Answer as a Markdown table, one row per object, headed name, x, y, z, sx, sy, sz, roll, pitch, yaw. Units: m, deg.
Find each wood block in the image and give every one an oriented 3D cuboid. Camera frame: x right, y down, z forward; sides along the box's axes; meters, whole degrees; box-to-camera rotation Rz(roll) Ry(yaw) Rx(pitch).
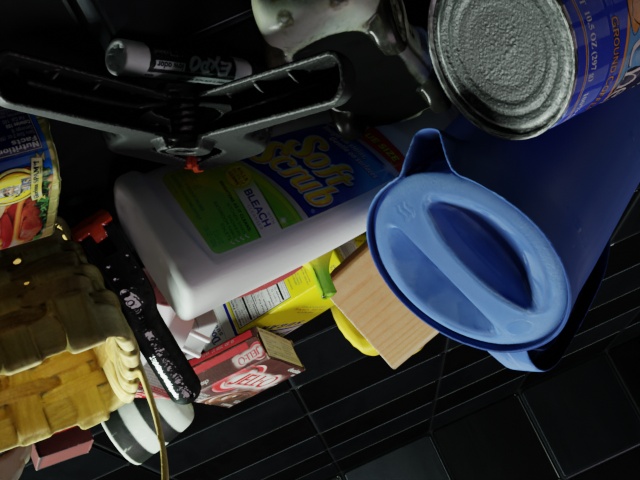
| name | x | y | z | sx | sy | sz | roll | pitch | yaw |
| --- | --- | --- | --- | --- | --- | --- | --- | --- | --- |
| wood block | 0.110 | -0.004 | 0.863 | 0.206 | 0.091 | 0.090 | -42 | -179 | 13 |

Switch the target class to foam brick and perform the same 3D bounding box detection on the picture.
| name | x | y | z | sx | sy | sz | roll | pitch | yaw |
| --- | --- | --- | --- | --- | --- | --- | --- | --- | --- |
| foam brick | -0.248 | 0.163 | 0.981 | 0.051 | 0.078 | 0.053 | -17 | 163 | -24 |

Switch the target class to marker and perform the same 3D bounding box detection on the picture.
| name | x | y | z | sx | sy | sz | roll | pitch | yaw |
| --- | --- | --- | --- | --- | --- | --- | --- | --- | --- |
| marker | -0.065 | -0.095 | 0.587 | 0.020 | 0.020 | 0.120 | -38 | 158 | 35 |

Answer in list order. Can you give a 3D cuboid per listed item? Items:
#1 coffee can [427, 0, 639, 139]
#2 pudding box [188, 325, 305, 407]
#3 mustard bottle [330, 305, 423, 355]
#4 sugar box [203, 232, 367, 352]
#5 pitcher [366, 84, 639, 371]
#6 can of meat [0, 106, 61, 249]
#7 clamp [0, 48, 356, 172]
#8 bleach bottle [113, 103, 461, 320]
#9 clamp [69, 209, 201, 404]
| name | x | y | z | sx | sy | sz | roll | pitch | yaw |
| --- | --- | --- | --- | --- | --- | --- | --- | --- | --- |
| coffee can | 0.145 | -0.127 | 0.600 | 0.140 | 0.103 | 0.103 | -26 | 166 | -33 |
| pudding box | -0.075 | 0.122 | 1.017 | 0.090 | 0.039 | 0.113 | -26 | 164 | 10 |
| mustard bottle | 0.072 | 0.076 | 1.128 | 0.058 | 0.096 | 0.191 | -31 | 161 | 15 |
| sugar box | -0.027 | 0.052 | 1.011 | 0.176 | 0.048 | 0.093 | -36 | 159 | 27 |
| pitcher | 0.149 | -0.043 | 0.694 | 0.242 | 0.145 | 0.149 | -47 | 166 | -36 |
| can of meat | -0.186 | -0.029 | 0.557 | 0.083 | 0.057 | 0.102 | -19 | 161 | -26 |
| clamp | -0.062 | -0.065 | 0.559 | 0.164 | 0.036 | 0.210 | 0 | 175 | 3 |
| bleach bottle | -0.004 | -0.045 | 0.715 | 0.250 | 0.102 | 0.068 | -27 | 161 | -21 |
| clamp | -0.143 | 0.035 | 0.752 | 0.039 | 0.120 | 0.171 | -40 | 139 | -25 |
